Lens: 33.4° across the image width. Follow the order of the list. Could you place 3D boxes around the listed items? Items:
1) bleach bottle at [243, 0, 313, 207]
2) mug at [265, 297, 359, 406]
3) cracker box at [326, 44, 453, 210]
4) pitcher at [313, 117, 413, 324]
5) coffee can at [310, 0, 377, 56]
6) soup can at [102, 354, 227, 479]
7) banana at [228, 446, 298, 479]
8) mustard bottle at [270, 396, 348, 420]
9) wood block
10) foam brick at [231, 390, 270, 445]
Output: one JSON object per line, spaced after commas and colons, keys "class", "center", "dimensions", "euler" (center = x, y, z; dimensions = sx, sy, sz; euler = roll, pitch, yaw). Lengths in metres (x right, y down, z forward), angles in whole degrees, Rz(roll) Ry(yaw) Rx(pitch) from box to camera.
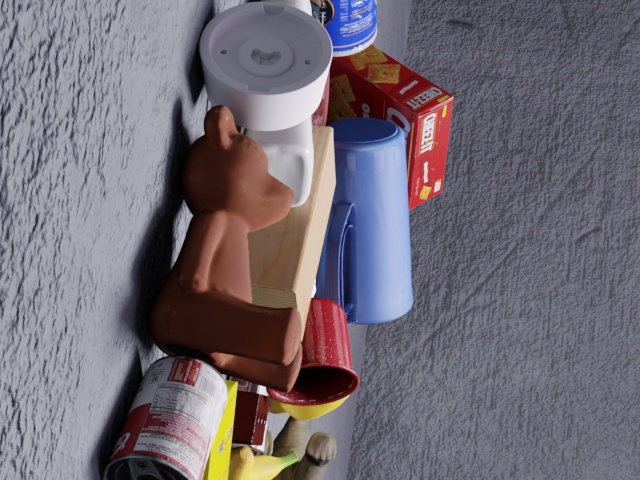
{"class": "bleach bottle", "center": [-0.038, -0.162, 1.039], "dimensions": [0.103, 0.068, 0.251], "euler": [100, -8, -57]}
{"class": "mug", "center": [-0.023, 0.113, 1.078], "dimensions": [0.093, 0.117, 0.081], "euler": [65, 16, -55]}
{"class": "cracker box", "center": [0.070, -0.164, 1.414], "dimensions": [0.072, 0.214, 0.164], "euler": [-31, 143, -27]}
{"class": "pitcher", "center": [0.048, -0.021, 1.337], "dimensions": [0.149, 0.144, 0.243], "euler": [-133, -144, -58]}
{"class": "coffee can", "center": [0.016, -0.300, 1.236], "dimensions": [0.140, 0.103, 0.102], "euler": [89, 11, -47]}
{"class": "soup can", "center": [-0.110, 0.141, 0.773], "dimensions": [0.102, 0.068, 0.068], "euler": [-75, 169, -51]}
{"class": "banana", "center": [-0.080, 0.243, 1.148], "dimensions": [0.069, 0.037, 0.197], "euler": [-42, 164, 2]}
{"class": "mustard bottle", "center": [-0.012, 0.161, 1.236], "dimensions": [0.096, 0.058, 0.192], "euler": [-52, -164, -17]}
{"class": "wood block", "center": [-0.046, -0.013, 1.060], "dimensions": [0.091, 0.090, 0.206], "euler": [87, 13, -53]}
{"class": "foam brick", "center": [-0.084, 0.179, 1.080], "dimensions": [0.078, 0.051, 0.053], "euler": [61, 36, -78]}
